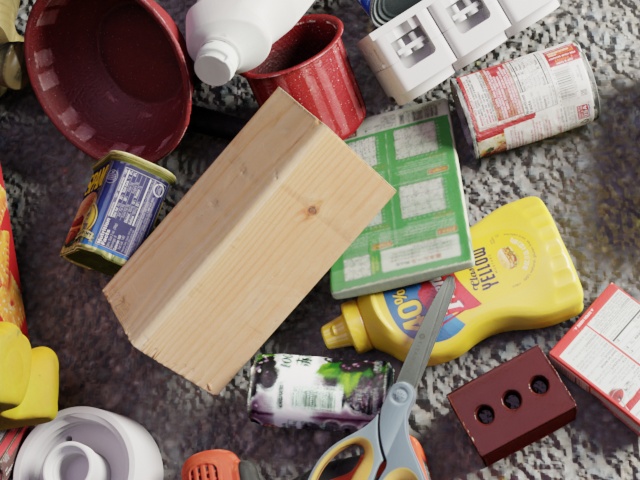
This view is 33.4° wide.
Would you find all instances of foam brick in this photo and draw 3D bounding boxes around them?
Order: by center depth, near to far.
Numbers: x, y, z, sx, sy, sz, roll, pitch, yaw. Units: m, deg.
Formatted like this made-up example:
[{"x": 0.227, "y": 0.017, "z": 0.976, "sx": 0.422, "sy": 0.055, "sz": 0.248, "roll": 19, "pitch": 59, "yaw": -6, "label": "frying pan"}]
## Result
[{"x": 0.138, "y": 0.120, "z": 0.768, "sx": 0.078, "sy": 0.051, "sz": 0.053, "roll": -29, "pitch": 66, "yaw": 0, "label": "foam brick"}]

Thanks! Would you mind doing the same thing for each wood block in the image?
[{"x": -0.055, "y": 0.001, "z": 0.803, "sx": 0.206, "sy": 0.090, "sz": 0.090, "roll": -48, "pitch": 37, "yaw": 3, "label": "wood block"}]

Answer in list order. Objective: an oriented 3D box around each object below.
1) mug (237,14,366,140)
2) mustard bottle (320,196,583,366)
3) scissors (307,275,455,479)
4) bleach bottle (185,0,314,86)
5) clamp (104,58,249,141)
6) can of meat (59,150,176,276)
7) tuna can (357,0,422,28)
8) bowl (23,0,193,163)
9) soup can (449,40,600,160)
[{"x": -0.013, "y": -0.132, "z": 0.876, "sx": 0.093, "sy": 0.081, "sz": 0.117, "roll": -18, "pitch": 34, "yaw": 9, "label": "mug"}, {"x": 0.092, "y": 0.041, "z": 0.806, "sx": 0.191, "sy": 0.058, "sz": 0.096, "roll": -21, "pitch": 65, "yaw": 5, "label": "mustard bottle"}, {"x": 0.067, "y": 0.126, "z": 0.739, "sx": 0.096, "sy": 0.016, "sz": 0.201, "roll": 35, "pitch": 80, "yaw": 25, "label": "scissors"}, {"x": -0.041, "y": -0.210, "z": 0.872, "sx": 0.103, "sy": 0.068, "sz": 0.250, "roll": -2, "pitch": 42, "yaw": 22, "label": "bleach bottle"}, {"x": -0.122, "y": -0.113, "z": 0.926, "sx": 0.171, "sy": 0.039, "sz": 0.120, "roll": -23, "pitch": 61, "yaw": 10, "label": "clamp"}, {"x": -0.166, "y": -0.019, "z": 0.867, "sx": 0.057, "sy": 0.102, "sz": 0.084, "roll": 24, "pitch": 76, "yaw": -20, "label": "can of meat"}, {"x": 0.070, "y": -0.219, "z": 0.897, "sx": 0.086, "sy": 0.086, "sz": 0.034, "roll": -32, "pitch": 65, "yaw": -1, "label": "tuna can"}, {"x": -0.161, "y": -0.143, "z": 0.870, "sx": 0.162, "sy": 0.162, "sz": 0.055, "roll": 19, "pitch": 35, "yaw": 19, "label": "bowl"}, {"x": 0.161, "y": -0.111, "z": 0.844, "sx": 0.102, "sy": 0.068, "sz": 0.068, "roll": -18, "pitch": 66, "yaw": 5, "label": "soup can"}]
